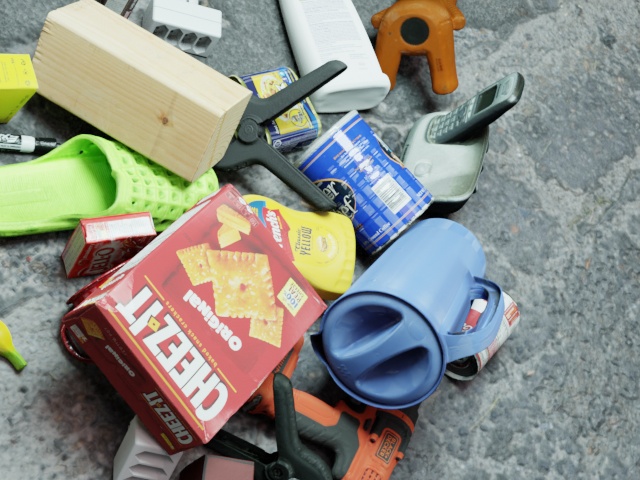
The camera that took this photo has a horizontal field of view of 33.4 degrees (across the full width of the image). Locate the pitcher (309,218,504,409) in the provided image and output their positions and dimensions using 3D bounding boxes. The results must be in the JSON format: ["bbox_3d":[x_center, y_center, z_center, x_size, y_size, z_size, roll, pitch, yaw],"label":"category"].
[{"bbox_3d":[0.110,0.066,1.148,0.149,0.145,0.242,37,32,4],"label":"pitcher"}]

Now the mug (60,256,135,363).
[{"bbox_3d":[-0.200,0.077,1.055,0.117,0.093,0.081,-33,89,-4],"label":"mug"}]

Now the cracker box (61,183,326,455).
[{"bbox_3d":[-0.111,0.069,1.013,0.164,0.072,0.213,53,46,-10],"label":"cracker box"}]

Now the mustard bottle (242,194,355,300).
[{"bbox_3d":[-0.057,0.001,1.152,0.191,0.058,0.096,13,66,-23],"label":"mustard bottle"}]

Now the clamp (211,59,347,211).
[{"bbox_3d":[-0.069,-0.131,1.180,0.210,0.036,0.164,12,92,12],"label":"clamp"}]

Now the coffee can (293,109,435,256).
[{"bbox_3d":[0.049,-0.066,1.239,0.140,0.103,0.102,47,54,-1],"label":"coffee can"}]

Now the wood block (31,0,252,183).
[{"bbox_3d":[-0.191,-0.159,1.121,0.206,0.091,0.090,31,29,4],"label":"wood block"}]

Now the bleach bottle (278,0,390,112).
[{"bbox_3d":[0.004,-0.285,1.343,0.102,0.068,0.251,-8,69,-22],"label":"bleach bottle"}]

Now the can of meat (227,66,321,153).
[{"bbox_3d":[-0.058,-0.150,1.251,0.083,0.058,0.102,-20,78,-36],"label":"can of meat"}]

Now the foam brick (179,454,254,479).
[{"bbox_3d":[-0.102,0.242,1.027,0.053,0.078,0.051,14,62,-20],"label":"foam brick"}]

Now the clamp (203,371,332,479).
[{"bbox_3d":[-0.051,0.223,1.069,0.171,0.120,0.039,64,25,-8],"label":"clamp"}]

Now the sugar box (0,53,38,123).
[{"bbox_3d":[-0.377,-0.146,1.043,0.175,0.094,0.048,-11,78,-38],"label":"sugar box"}]

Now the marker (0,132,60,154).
[{"bbox_3d":[-0.330,-0.102,1.106,0.120,0.020,0.020,4,65,-26],"label":"marker"}]

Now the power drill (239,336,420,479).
[{"bbox_3d":[0.017,0.168,1.138,0.187,0.057,0.184,36,52,-8],"label":"power drill"}]

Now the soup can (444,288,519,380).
[{"bbox_3d":[0.181,0.106,1.248,0.068,0.069,0.102,48,54,0],"label":"soup can"}]

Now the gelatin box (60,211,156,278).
[{"bbox_3d":[-0.214,0.006,1.073,0.073,0.089,0.030,-8,68,-30],"label":"gelatin box"}]
